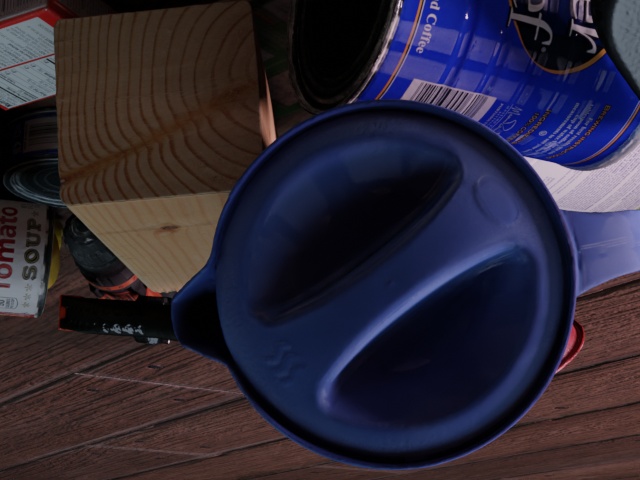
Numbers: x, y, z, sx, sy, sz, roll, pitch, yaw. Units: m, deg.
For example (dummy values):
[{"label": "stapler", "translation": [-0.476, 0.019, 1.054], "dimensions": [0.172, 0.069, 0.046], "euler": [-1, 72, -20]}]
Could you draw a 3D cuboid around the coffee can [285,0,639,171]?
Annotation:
[{"label": "coffee can", "translation": [0.070, -0.092, 0.466], "dimensions": [0.140, 0.103, 0.103], "euler": [8, 158, -26]}]

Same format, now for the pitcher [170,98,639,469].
[{"label": "pitcher", "translation": [0.041, 0.020, 0.494], "dimensions": [0.149, 0.145, 0.243], "euler": [33, 179, 4]}]

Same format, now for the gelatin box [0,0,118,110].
[{"label": "gelatin box", "translation": [-0.148, -0.101, 0.535], "dimensions": [0.089, 0.030, 0.073], "euler": [-11, 160, 23]}]

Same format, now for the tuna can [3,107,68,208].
[{"label": "tuna can", "translation": [-0.157, -0.050, 0.673], "dimensions": [0.086, 0.034, 0.086], "euler": [-1, 161, -1]}]

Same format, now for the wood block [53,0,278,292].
[{"label": "wood block", "translation": [-0.068, -0.037, 0.564], "dimensions": [0.091, 0.090, 0.206], "euler": [-5, 167, 0]}]

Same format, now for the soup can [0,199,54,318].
[{"label": "soup can", "translation": [-0.207, 0.007, 0.607], "dimensions": [0.102, 0.068, 0.069], "euler": [7, 159, -18]}]

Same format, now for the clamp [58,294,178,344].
[{"label": "clamp", "translation": [-0.115, 0.060, 0.803], "dimensions": [0.172, 0.039, 0.120], "euler": [5, 173, 29]}]

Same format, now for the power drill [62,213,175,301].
[{"label": "power drill", "translation": [-0.093, 0.014, 0.829], "dimensions": [0.187, 0.057, 0.184], "euler": [0, 165, 4]}]
